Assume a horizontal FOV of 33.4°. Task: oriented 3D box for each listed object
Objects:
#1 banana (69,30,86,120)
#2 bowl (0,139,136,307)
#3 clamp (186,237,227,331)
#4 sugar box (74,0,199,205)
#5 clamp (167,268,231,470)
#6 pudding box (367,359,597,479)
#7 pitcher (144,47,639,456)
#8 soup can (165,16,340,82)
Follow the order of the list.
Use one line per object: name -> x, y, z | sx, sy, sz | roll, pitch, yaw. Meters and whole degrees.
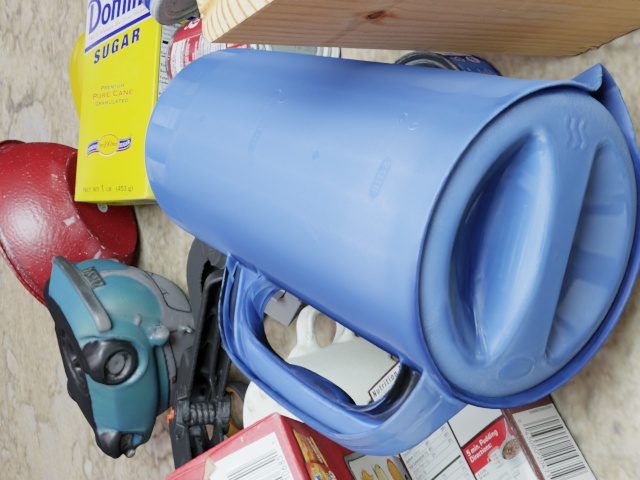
banana -> -0.168, -0.101, 0.867 | 0.070, 0.037, 0.198 | -49, 57, 45
bowl -> -0.195, -0.019, 0.852 | 0.055, 0.162, 0.162 | -25, 71, 17
clamp -> -0.055, 0.001, 0.731 | 0.120, 0.039, 0.171 | 28, 120, 53
sugar box -> -0.135, -0.115, 0.787 | 0.094, 0.048, 0.176 | 0, 88, 43
clamp -> -0.077, 0.122, 0.698 | 0.210, 0.036, 0.164 | 129, 144, -68
pudding box -> 0.081, 0.102, 0.564 | 0.090, 0.039, 0.113 | -53, 52, 43
pitcher -> 0.012, -0.016, 0.500 | 0.243, 0.149, 0.145 | 22, 123, 50
soup can -> -0.044, -0.117, 0.675 | 0.102, 0.068, 0.068 | -3, 92, 53
